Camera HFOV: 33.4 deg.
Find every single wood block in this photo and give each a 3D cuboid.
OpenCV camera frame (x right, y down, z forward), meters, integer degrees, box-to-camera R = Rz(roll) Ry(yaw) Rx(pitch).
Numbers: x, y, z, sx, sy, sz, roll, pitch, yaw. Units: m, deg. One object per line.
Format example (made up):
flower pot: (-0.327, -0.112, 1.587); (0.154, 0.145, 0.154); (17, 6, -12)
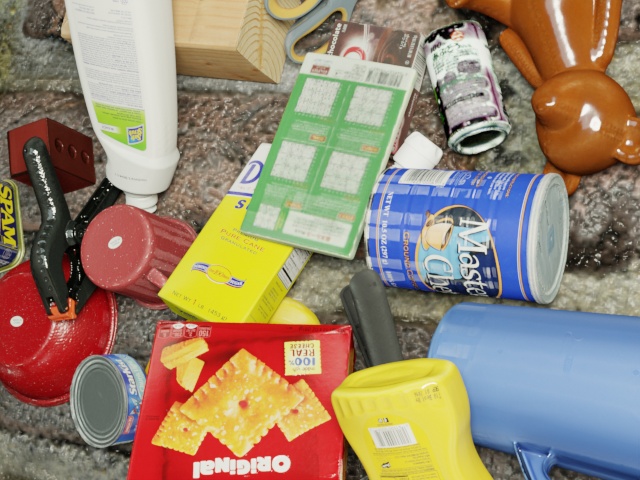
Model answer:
wood block: (-0.138, -0.218, 1.044); (0.206, 0.090, 0.091); (10, 81, 27)

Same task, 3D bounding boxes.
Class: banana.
banana: (-0.082, 0.088, 0.972); (0.198, 0.037, 0.069); (-13, 72, 22)

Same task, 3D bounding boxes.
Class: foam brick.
foam brick: (-0.271, -0.083, 1.081); (0.051, 0.078, 0.053); (-15, 74, 21)

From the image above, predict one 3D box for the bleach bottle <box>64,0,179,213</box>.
bleach bottle: (-0.183, -0.142, 0.994); (0.103, 0.068, 0.251); (15, 123, 23)

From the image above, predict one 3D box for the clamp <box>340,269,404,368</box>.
clamp: (0.059, 0.119, 0.847); (0.036, 0.164, 0.210); (-19, 78, -3)

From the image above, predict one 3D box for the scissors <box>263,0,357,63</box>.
scissors: (0.028, -0.252, 0.981); (0.202, 0.096, 0.016); (-48, 31, 10)

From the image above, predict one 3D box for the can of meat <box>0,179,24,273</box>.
can of meat: (-0.358, -0.023, 1.103); (0.057, 0.083, 0.102); (-18, 70, 21)

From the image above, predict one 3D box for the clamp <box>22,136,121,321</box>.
clamp: (-0.245, -0.013, 1.012); (0.039, 0.120, 0.171); (-17, 57, 38)

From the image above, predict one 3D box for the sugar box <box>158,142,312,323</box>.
sugar box: (-0.056, 0.001, 0.951); (0.093, 0.048, 0.176); (22, 73, 28)

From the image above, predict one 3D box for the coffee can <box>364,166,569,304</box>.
coffee can: (0.119, -0.006, 0.862); (0.140, 0.102, 0.103); (5, 80, 26)

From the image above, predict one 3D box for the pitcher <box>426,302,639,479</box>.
pitcher: (0.200, 0.121, 0.777); (0.243, 0.149, 0.145); (6, 101, 30)

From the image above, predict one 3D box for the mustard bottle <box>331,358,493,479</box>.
mustard bottle: (0.082, 0.183, 0.777); (0.096, 0.058, 0.191); (-13, 103, 31)

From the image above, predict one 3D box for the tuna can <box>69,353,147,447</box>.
tuna can: (-0.196, 0.149, 0.998); (0.086, 0.033, 0.086); (-1, 89, 42)

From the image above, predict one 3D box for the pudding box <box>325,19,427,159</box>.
pudding box: (0.042, -0.137, 0.966); (0.090, 0.039, 0.113); (15, 85, 27)

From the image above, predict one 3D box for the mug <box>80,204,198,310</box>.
mug: (-0.163, 0.020, 1.001); (0.117, 0.081, 0.093); (41, 96, 27)

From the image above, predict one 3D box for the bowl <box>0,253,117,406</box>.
bowl: (-0.283, 0.082, 1.058); (0.162, 0.055, 0.162); (-6, 75, 24)

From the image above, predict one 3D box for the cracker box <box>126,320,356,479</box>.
cracker box: (-0.061, 0.169, 0.828); (0.164, 0.072, 0.213); (2, 58, 7)
